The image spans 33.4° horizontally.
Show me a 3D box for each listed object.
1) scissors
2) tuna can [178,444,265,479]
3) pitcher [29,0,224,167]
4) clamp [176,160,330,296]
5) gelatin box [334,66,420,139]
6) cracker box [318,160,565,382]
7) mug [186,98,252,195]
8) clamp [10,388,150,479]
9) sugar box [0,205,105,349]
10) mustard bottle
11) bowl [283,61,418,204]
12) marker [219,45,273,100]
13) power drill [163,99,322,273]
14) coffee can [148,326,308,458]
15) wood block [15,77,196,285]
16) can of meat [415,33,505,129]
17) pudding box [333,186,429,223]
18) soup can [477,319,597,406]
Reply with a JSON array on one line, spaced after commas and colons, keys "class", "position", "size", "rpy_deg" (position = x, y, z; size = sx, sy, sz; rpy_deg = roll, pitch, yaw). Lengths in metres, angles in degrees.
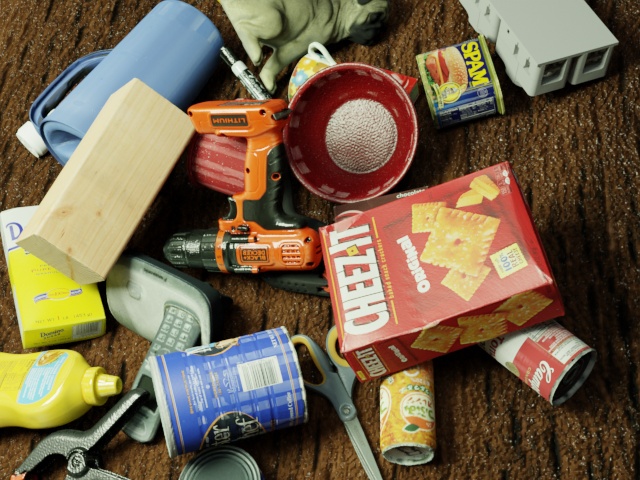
[{"class": "scissors", "position": [0.039, 0.161, 1.103], "size": [0.096, 0.016, 0.202], "rpy_deg": [-37, 57, -10]}, {"class": "tuna can", "position": [-0.098, 0.251, 1.069], "size": [0.086, 0.033, 0.086], "rpy_deg": [-6, 57, 10]}, {"class": "pitcher", "position": [-0.234, -0.186, 1.324], "size": [0.145, 0.149, 0.242], "rpy_deg": [-12, 39, 57]}, {"class": "clamp", "position": [-0.058, 0.001, 1.215], "size": [0.164, 0.036, 0.210], "rpy_deg": [-36, 54, -9]}, {"class": "gelatin box", "position": [0.070, -0.166, 1.294], "size": [0.073, 0.030, 0.089], "rpy_deg": [21, 66, 24]}, {"class": "cracker box", "position": [0.115, 0.028, 1.067], "size": [0.214, 0.072, 0.164], "rpy_deg": [-19, 49, 11]}, {"class": "mug", "position": [-0.090, -0.103, 1.215], "size": [0.082, 0.093, 0.117], "rpy_deg": [19, 101, 25]}, {"class": "clamp", "position": [-0.241, 0.220, 1.110], "size": [0.171, 0.039, 0.120], "rpy_deg": [-8, 66, 13]}, {"class": "sugar box", "position": [-0.311, 0.036, 1.234], "size": [0.093, 0.048, 0.176], "rpy_deg": [-8, 56, -21]}, {"class": "mustard bottle", "position": [-0.304, 0.160, 1.150], "size": [0.192, 0.058, 0.096], "rpy_deg": [-5, 35, 16]}, {"class": "bowl", "position": [0.040, -0.122, 1.234], "size": [0.162, 0.055, 0.162], "rpy_deg": [1, 93, 18]}, {"class": "marker", "position": [-0.085, -0.195, 1.329], "size": [0.020, 0.020, 0.121], "rpy_deg": [-37, 81, -11]}, {"class": "power drill", "position": [-0.093, -0.055, 1.146], "size": [0.185, 0.188, 0.057], "rpy_deg": [-1, 16, 18]}, {"class": "coffee can", "position": [-0.093, 0.151, 1.072], "size": [0.140, 0.103, 0.103], "rpy_deg": [-13, 55, -11]}, {"class": "wood block", "position": [-0.232, -0.063, 1.167], "size": [0.091, 0.090, 0.206], "rpy_deg": [-12, 47, 60]}, {"class": "can of meat", "position": [0.165, -0.187, 1.269], "size": [0.084, 0.057, 0.102], "rpy_deg": [-15, 55, 8]}, {"class": "pudding box", "position": [0.074, -0.005, 1.185], "size": [0.113, 0.039, 0.090], "rpy_deg": [-11, 57, 7]}, {"class": "soup can", "position": [0.213, 0.107, 1.063], "size": [0.068, 0.068, 0.102], "rpy_deg": [-43, 58, -14]}]
